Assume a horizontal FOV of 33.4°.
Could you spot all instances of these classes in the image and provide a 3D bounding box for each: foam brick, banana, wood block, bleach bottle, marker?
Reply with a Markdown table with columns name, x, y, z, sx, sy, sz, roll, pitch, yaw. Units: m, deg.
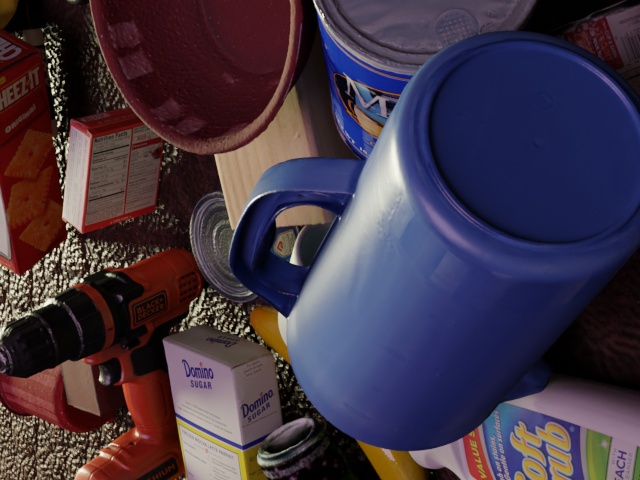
| name | x | y | z | sx | sy | sz | roll | pitch | yaw |
| --- | --- | --- | --- | --- | --- | --- | --- | --- | --- |
| foam brick | -0.171 | 0.105 | 0.894 | 0.053 | 0.078 | 0.051 | 7 | 111 | 45 |
| banana | 0.018 | 0.113 | 0.741 | 0.198 | 0.037 | 0.070 | 53 | 134 | 16 |
| wood block | -0.019 | -0.118 | 0.649 | 0.090 | 0.090 | 0.206 | -3 | 104 | 45 |
| bleach bottle | 0.134 | 0.127 | 0.613 | 0.251 | 0.067 | 0.102 | 9 | 103 | 44 |
| marker | -0.240 | -0.148 | 0.906 | 0.020 | 0.020 | 0.121 | 12 | 114 | 41 |

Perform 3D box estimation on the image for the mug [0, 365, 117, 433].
| name | x | y | z | sx | sy | sz | roll | pitch | yaw |
| --- | --- | --- | --- | --- | --- | --- | --- | --- | --- |
| mug | -0.223 | 0.130 | 0.957 | 0.082 | 0.093 | 0.117 | 13 | 145 | 36 |

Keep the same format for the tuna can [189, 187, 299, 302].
| name | x | y | z | sx | sy | sz | roll | pitch | yaw |
| --- | --- | --- | --- | --- | --- | --- | --- | --- | --- |
| tuna can | -0.055 | 0.001 | 0.771 | 0.086 | 0.033 | 0.086 | 18 | 118 | 39 |

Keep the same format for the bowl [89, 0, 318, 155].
| name | x | y | z | sx | sy | sz | roll | pitch | yaw |
| --- | --- | --- | --- | --- | --- | --- | --- | --- | --- |
| bowl | -0.053 | -0.130 | 0.571 | 0.162 | 0.055 | 0.162 | 17 | 117 | 38 |

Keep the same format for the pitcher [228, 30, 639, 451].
| name | x | y | z | sx | sy | sz | roll | pitch | yaw |
| --- | --- | --- | --- | --- | --- | --- | --- | --- | --- |
| pitcher | 0.053 | 0.007 | 0.505 | 0.145 | 0.149 | 0.243 | 64 | 162 | 18 |

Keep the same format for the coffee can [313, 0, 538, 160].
| name | x | y | z | sx | sy | sz | roll | pitch | yaw |
| --- | --- | --- | --- | --- | --- | --- | --- | --- | --- |
| coffee can | 0.051 | -0.101 | 0.531 | 0.103 | 0.102 | 0.140 | 52 | 174 | 16 |

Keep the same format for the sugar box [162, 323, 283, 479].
| name | x | y | z | sx | sy | sz | roll | pitch | yaw |
| --- | --- | --- | --- | --- | --- | --- | --- | --- | --- |
| sugar box | -0.066 | 0.158 | 0.805 | 0.093 | 0.048 | 0.176 | 14 | 114 | 48 |

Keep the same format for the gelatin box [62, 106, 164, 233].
| name | x | y | z | sx | sy | sz | roll | pitch | yaw |
| --- | --- | --- | --- | --- | --- | --- | --- | --- | --- |
| gelatin box | -0.159 | -0.057 | 0.822 | 0.030 | 0.073 | 0.089 | 33 | 126 | 31 |

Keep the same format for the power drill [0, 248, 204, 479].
| name | x | y | z | sx | sy | sz | roll | pitch | yaw |
| --- | --- | --- | --- | --- | --- | --- | --- | --- | --- |
| power drill | -0.159 | 0.114 | 0.812 | 0.057 | 0.184 | 0.188 | 21 | 122 | 37 |

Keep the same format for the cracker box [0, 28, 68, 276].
| name | x | y | z | sx | sy | sz | roll | pitch | yaw |
| --- | --- | --- | --- | --- | --- | --- | --- | --- | --- |
| cracker box | -0.301 | -0.094 | 0.897 | 0.164 | 0.072 | 0.214 | 29 | 140 | 20 |
